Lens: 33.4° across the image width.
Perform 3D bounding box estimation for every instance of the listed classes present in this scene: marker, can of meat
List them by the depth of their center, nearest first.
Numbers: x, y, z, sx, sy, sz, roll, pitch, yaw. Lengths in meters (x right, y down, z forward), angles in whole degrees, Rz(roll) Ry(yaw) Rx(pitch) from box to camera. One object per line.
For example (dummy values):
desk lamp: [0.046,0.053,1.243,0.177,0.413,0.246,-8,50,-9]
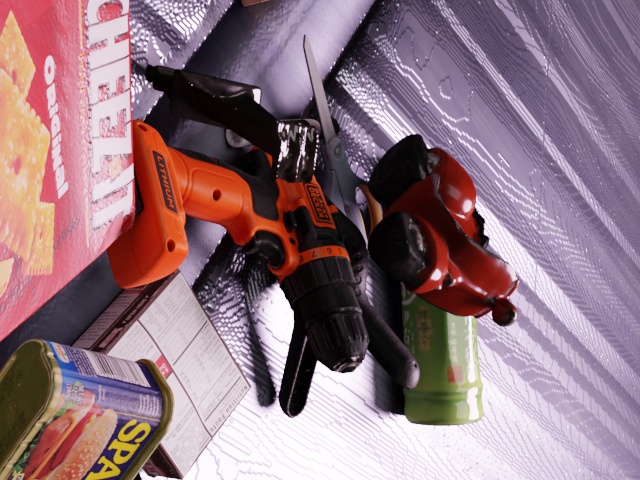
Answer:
can of meat: [-0.147,0.108,0.606,0.083,0.057,0.102,23,109,-45]
marker: [-0.025,-0.085,0.825,0.120,0.020,0.020,-11,96,-50]

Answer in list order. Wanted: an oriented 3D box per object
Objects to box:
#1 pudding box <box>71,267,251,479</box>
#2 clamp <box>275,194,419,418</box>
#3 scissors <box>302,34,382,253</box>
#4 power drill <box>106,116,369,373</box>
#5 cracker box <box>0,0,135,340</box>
pudding box: [-0.103,0.087,0.703,0.090,0.039,0.113,-52,127,-40]
clamp: [0.014,0.043,0.790,0.039,0.120,0.171,4,79,-61]
scissors: [0.002,-0.052,0.837,0.096,0.016,0.201,-56,137,-29]
power drill: [-0.055,0.001,0.706,0.187,0.057,0.184,11,49,-48]
cracker box: [-0.159,-0.047,0.513,0.213,0.072,0.164,-55,152,-64]
